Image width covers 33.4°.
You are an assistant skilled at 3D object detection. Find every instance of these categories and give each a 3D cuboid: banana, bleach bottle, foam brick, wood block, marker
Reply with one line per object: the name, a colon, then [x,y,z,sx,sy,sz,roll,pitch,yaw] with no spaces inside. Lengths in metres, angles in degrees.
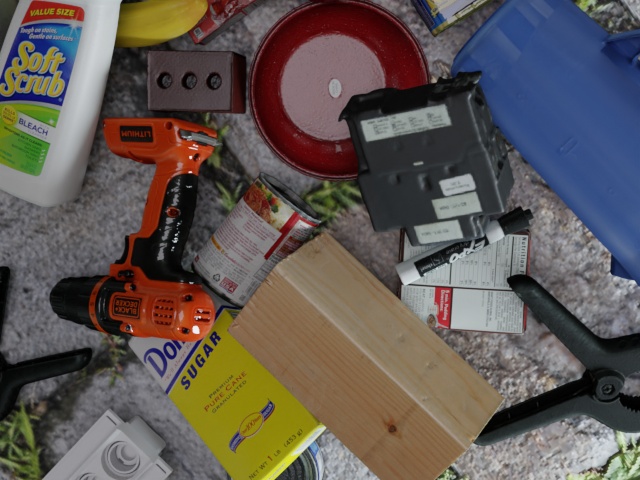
banana: [-0.185,-0.196,0.920,0.198,0.069,0.037,12,63,15]
bleach bottle: [-0.224,-0.159,0.893,0.103,0.068,0.251,25,114,14]
foam brick: [-0.107,-0.137,0.923,0.078,0.051,0.053,2,95,10]
wood block: [0.036,0.103,0.886,0.206,0.090,0.091,44,124,8]
marker: [0.120,0.003,0.887,0.121,0.020,0.020,-26,92,6]

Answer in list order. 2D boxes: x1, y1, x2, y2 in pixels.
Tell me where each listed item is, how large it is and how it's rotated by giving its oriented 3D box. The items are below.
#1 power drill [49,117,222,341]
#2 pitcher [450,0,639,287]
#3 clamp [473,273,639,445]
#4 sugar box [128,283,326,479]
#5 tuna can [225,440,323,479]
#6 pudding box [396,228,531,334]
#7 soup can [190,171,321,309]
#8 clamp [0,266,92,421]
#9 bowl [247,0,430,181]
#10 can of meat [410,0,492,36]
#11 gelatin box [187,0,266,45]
power drill: [-0.159,-0.010,0.920,0.185,0.057,0.187,4,88,36]
pitcher: [0.229,-0.096,0.847,0.149,0.145,0.243,-44,86,-3]
clamp: [0.234,0.107,0.894,0.210,0.036,0.165,3,116,0]
sugar box: [-0.081,0.122,0.927,0.093,0.048,0.176,-45,74,9]
tuna can: [-0.041,0.206,0.958,0.086,0.033,0.086,1,95,7]
pudding box: [0.122,0.032,0.919,0.113,0.039,0.090,4,95,5]
soup can: [-0.056,0.001,0.923,0.068,0.068,0.102,39,99,2]
clamp: [-0.292,0.121,0.980,0.120,0.039,0.171,38,105,7]
bowl: [0.013,-0.130,0.909,0.162,0.055,0.162,1,96,7]
can of meat: [0.113,-0.230,0.886,0.102,0.057,0.084,-32,93,9]
gelatin box: [-0.091,-0.224,0.926,0.089,0.030,0.073,-33,90,9]
